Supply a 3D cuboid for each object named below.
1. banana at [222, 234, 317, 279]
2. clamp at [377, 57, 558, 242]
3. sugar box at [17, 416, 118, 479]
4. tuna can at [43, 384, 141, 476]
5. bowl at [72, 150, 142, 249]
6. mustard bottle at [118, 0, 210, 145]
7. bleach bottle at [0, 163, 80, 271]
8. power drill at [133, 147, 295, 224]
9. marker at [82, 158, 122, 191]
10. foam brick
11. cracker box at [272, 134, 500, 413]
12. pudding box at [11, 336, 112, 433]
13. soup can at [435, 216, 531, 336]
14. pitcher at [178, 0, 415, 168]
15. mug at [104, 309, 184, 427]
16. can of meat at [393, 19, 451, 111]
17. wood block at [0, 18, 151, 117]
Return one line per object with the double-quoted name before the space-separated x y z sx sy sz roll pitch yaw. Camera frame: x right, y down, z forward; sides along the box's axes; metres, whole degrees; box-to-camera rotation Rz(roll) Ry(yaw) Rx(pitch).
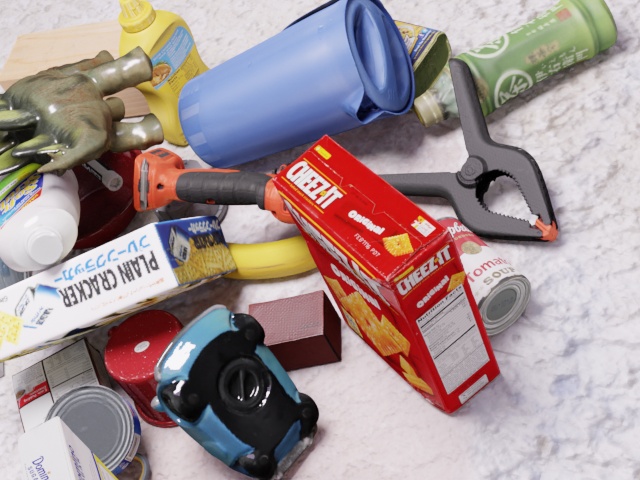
"banana" -0.055 0.011 1.105 0.198 0.037 0.069 -10 34 14
"clamp" 0.144 -0.060 1.055 0.165 0.036 0.210 -47 62 13
"sugar box" -0.189 0.230 0.889 0.048 0.176 0.093 -28 48 0
"tuna can" -0.209 0.178 0.981 0.086 0.034 0.086 -2 72 5
"bowl" -0.263 -0.045 1.222 0.162 0.055 0.162 -12 50 14
"mustard bottle" -0.180 -0.205 1.222 0.058 0.191 0.096 19 62 33
"bleach bottle" -0.279 -0.026 1.063 0.102 0.068 0.251 -37 23 -8
"power drill" -0.084 -0.060 1.081 0.188 0.057 0.184 3 11 7
"marker" -0.261 -0.090 1.205 0.020 0.020 0.121 -42 49 -13
"foam brick" -0.025 0.088 1.017 0.078 0.051 0.053 -11 51 15
"cracker box" 0.058 0.034 0.915 0.072 0.213 0.164 -40 49 -11
"pudding box" -0.252 0.163 1.063 0.090 0.039 0.113 -28 51 -3
"soup can" 0.136 0.033 0.982 0.068 0.068 0.102 -38 49 -9
"pitcher" -0.030 -0.169 1.147 0.243 0.145 0.149 -17 6 31
"mug" -0.163 0.115 1.034 0.117 0.081 0.093 28 68 37
"can of meat" 0.086 -0.198 1.195 0.084 0.057 0.102 21 64 32
"wood block" -0.283 -0.212 1.340 0.206 0.090 0.090 -4 51 20
